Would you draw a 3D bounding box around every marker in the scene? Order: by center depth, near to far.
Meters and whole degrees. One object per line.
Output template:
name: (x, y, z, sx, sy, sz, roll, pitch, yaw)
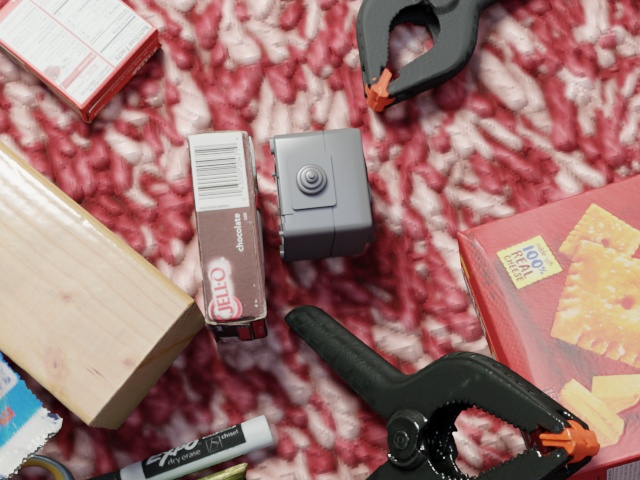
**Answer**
marker: (-0.088, 0.135, 0.644, 0.121, 0.020, 0.020, -19, 79, -5)

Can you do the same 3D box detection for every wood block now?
wood block: (-0.177, 0.011, 0.632, 0.206, 0.091, 0.090, 38, 80, 7)

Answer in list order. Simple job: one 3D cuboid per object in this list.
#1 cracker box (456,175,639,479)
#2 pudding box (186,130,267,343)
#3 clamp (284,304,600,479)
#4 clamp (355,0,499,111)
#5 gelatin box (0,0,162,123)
cracker box: (0.204, 0.043, 0.607, 0.214, 0.072, 0.164, -18, 58, 3)
pudding box: (-0.054, 0.001, 0.637, 0.039, 0.090, 0.113, -4, 78, -4)
clamp: (0.051, 0.120, 0.587, 0.210, 0.036, 0.164, -1, 81, 43)
clamp: (0.068, -0.166, 0.701, 0.120, 0.039, 0.171, 35, 73, 12)
gelatin box: (-0.160, -0.132, 0.692, 0.089, 0.030, 0.073, 39, 79, 6)
